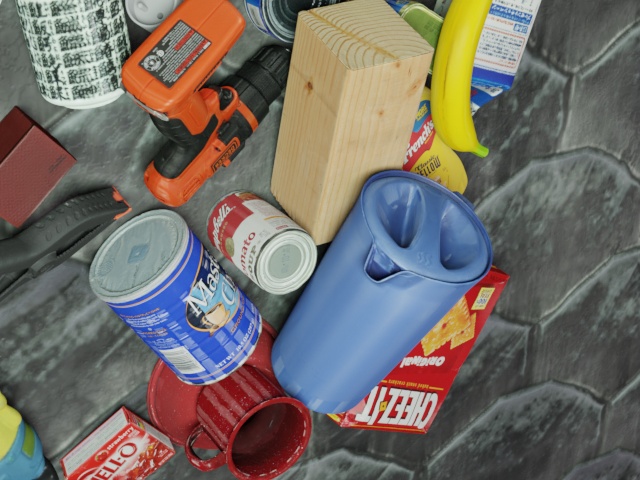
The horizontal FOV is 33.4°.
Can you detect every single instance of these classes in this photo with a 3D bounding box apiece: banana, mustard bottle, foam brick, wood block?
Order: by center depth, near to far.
[{"bbox_3d":[-0.252,-0.061,0.885,0.078,0.051,0.053,-49,131,-4],"label":"foam brick"},{"bbox_3d":[0.023,-0.106,0.983,0.090,0.091,0.206,-18,142,-27],"label":"wood block"},{"bbox_3d":[0.133,-0.164,0.997,0.069,0.037,0.198,-27,129,-43],"label":"banana"},{"bbox_3d":[0.084,-0.106,1.088,0.096,0.058,0.191,-38,128,-15],"label":"mustard bottle"}]

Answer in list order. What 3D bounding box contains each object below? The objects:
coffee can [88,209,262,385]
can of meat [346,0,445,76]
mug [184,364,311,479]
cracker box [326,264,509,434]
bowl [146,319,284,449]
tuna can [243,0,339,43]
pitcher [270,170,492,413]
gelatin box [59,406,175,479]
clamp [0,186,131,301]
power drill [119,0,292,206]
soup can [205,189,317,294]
[{"bbox_3d":[-0.132,0.054,0.991,0.102,0.103,0.140,-43,130,-9],"label":"coffee can"},{"bbox_3d":[0.082,-0.198,1.022,0.101,0.084,0.057,20,100,-39],"label":"can of meat"},{"bbox_3d":[-0.078,0.179,1.031,0.117,0.082,0.093,-33,128,-17],"label":"mug"},{"bbox_3d":[0.099,0.106,1.183,0.163,0.072,0.214,16,104,-48],"label":"cracker box"},{"bbox_3d":[-0.094,0.157,1.101,0.161,0.055,0.162,-16,121,-28],"label":"bowl"},{"bbox_3d":[-0.025,-0.223,0.969,0.086,0.034,0.086,-15,121,-28],"label":"tuna can"},{"bbox_3d":[0.053,0.055,1.021,0.149,0.145,0.243,12,135,-24],"label":"pitcher"},{"bbox_3d":[-0.202,0.217,1.064,0.089,0.030,0.073,-41,131,4],"label":"gelatin box"},{"bbox_3d":[-0.243,0.009,0.886,0.209,0.165,0.036,-37,85,-29],"label":"clamp"},{"bbox_3d":[-0.090,-0.129,0.905,0.184,0.057,0.187,-52,164,-13],"label":"power drill"},{"bbox_3d":[-0.057,0.001,1.016,0.068,0.102,0.068,-16,121,-28],"label":"soup can"}]
